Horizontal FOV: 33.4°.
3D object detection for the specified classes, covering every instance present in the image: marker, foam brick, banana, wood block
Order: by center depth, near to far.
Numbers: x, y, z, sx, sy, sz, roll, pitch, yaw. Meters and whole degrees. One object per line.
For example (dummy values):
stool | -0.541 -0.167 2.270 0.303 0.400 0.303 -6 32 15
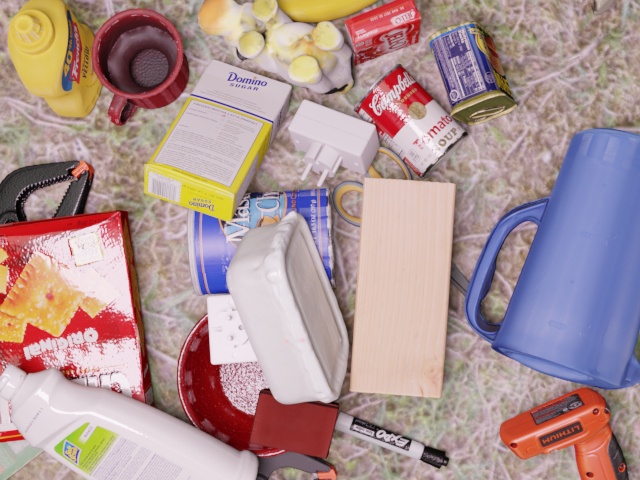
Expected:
foam brick | -0.024 0.175 1.024 0.078 0.053 0.051 11 85 4
wood block | 0.082 0.044 1.057 0.091 0.090 0.206 4 92 5
marker | 0.073 0.205 1.090 0.121 0.020 0.020 20 86 4
banana | 0.031 -0.274 1.126 0.198 0.037 0.069 -19 84 1

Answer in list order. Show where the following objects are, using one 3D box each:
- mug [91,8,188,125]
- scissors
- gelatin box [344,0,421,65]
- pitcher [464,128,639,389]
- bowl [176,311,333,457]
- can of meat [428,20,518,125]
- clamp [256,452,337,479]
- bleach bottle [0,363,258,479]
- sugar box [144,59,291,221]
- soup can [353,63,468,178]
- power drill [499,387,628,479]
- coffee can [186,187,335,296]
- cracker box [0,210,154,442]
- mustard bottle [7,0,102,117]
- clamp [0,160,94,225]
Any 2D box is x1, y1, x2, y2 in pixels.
mug | -0.186 -0.172 1.104 0.093 0.081 0.117 22 86 4
scissors | 0.084 -0.001 1.110 0.096 0.016 0.202 -25 84 2
gelatin box | 0.064 -0.213 1.092 0.073 0.089 0.030 -20 84 0
pitcher | 0.256 0.015 1.049 0.149 0.145 0.243 23 81 -31
bowl | -0.062 0.137 1.084 0.162 0.055 0.162 0 85 3
can of meat | 0.154 -0.169 1.079 0.057 0.102 0.084 -21 81 20
clamp | -0.072 0.241 1.084 0.171 0.039 0.120 -19 93 -1
bleach bottle | -0.189 0.187 1.009 0.250 0.068 0.103 33 108 -10
sugar box | -0.100 -0.103 1.067 0.093 0.048 0.176 20 46 5
soup can | 0.093 -0.121 1.094 0.068 0.068 0.102 -44 85 -2
power drill | 0.246 0.252 1.042 0.184 0.057 0.187 -26 101 4
coffee can | -0.057 0.001 1.072 0.140 0.103 0.103 -3 85 2
cracker box | -0.262 0.085 1.067 0.164 0.072 0.214 -7 92 -2
mustard bottle | -0.264 -0.186 1.054 0.058 0.191 0.096 5 85 3
clamp | -0.330 -0.018 1.119 0.164 0.036 0.210 43 89 2
